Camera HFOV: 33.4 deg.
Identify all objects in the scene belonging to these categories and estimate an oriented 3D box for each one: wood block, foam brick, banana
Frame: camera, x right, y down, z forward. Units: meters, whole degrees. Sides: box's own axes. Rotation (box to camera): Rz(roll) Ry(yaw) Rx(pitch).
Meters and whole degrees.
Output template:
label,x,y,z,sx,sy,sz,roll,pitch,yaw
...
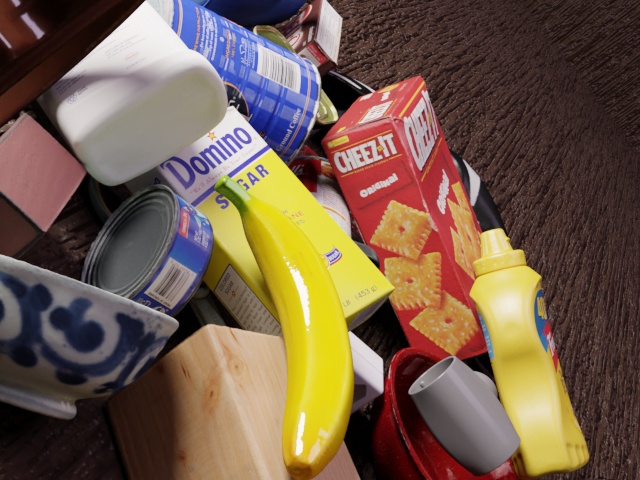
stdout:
label,x,y,z,sx,sy,sz,roll,pitch,yaw
wood block,-0.029,0.159,0.571,0.090,0.090,0.206,17,42,-53
foam brick,-0.176,-0.026,0.602,0.051,0.053,0.078,45,25,-17
banana,-0.014,0.049,0.597,0.069,0.037,0.198,10,44,-34

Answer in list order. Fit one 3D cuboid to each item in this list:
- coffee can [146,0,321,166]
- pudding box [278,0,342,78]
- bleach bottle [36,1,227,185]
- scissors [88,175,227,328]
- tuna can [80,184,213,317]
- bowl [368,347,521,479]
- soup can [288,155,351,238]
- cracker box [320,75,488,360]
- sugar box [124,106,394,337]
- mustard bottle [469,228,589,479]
label,x,y,z,sx,sy,sz,roll,pitch,yaw
coffee can,-0.085,-0.117,0.801,0.140,0.103,0.103,21,38,-34
pudding box,-0.024,-0.179,1.033,0.039,0.090,0.113,42,27,-24
bleach bottle,-0.163,-0.151,0.707,0.251,0.102,0.068,53,-6,32
scissors,-0.075,0.018,0.710,0.202,0.016,0.096,48,46,12
tuna can,-0.104,0.011,0.641,0.033,0.086,0.086,36,29,-35
bowl,0.087,0.164,0.810,0.162,0.055,0.162,40,27,-26
soup can,-0.009,-0.013,0.864,0.068,0.069,0.102,40,28,-26
cracker box,0.088,-0.021,0.922,0.213,0.072,0.164,67,19,-14
sugar box,-0.043,-0.006,0.703,0.093,0.048,0.176,-27,71,-42
mustard bottle,0.157,0.085,0.831,0.096,0.058,0.191,17,59,-73
